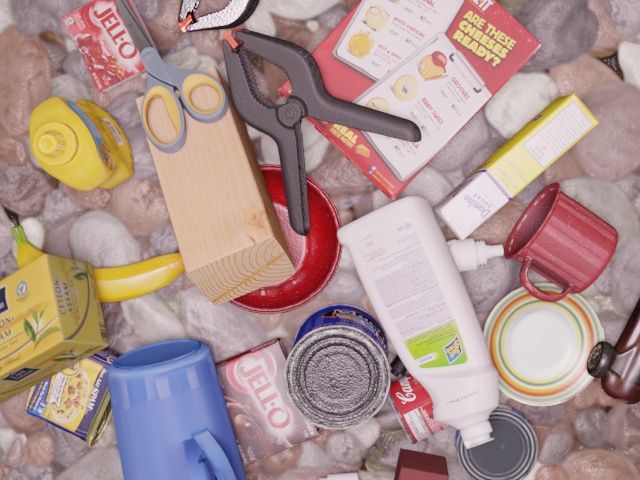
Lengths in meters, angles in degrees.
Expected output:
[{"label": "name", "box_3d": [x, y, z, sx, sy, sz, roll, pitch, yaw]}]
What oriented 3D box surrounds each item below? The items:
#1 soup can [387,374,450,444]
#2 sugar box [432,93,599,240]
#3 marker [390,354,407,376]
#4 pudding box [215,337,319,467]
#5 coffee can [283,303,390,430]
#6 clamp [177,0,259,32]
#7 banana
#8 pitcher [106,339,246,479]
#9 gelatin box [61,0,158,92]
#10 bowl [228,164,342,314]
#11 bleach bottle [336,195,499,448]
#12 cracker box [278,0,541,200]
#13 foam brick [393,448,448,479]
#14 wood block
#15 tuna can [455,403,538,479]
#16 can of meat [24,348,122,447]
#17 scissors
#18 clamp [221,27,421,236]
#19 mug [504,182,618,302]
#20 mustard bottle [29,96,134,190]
[{"label": "soup can", "box_3d": [0.127, 0.161, 1.116, 0.102, 0.068, 0.068, -26, 93, 4]}, {"label": "sugar box", "box_3d": [0.193, -0.075, 1.079, 0.176, 0.093, 0.048, -39, 92, 5]}, {"label": "marker", "box_3d": [0.113, 0.094, 1.135, 0.020, 0.020, 0.121, 35, 96, -1]}, {"label": "pudding box", "box_3d": [-0.062, 0.172, 1.141, 0.090, 0.039, 0.113, -24, 93, 5]}, {"label": "coffee can", "box_3d": [0.019, 0.124, 1.082, 0.103, 0.140, 0.103, 0, 95, 3]}, {"label": "clamp", "box_3d": [-0.087, -0.286, 1.102, 0.171, 0.039, 0.120, -33, 91, 5]}, {"label": "banana", "box_3d": [-0.241, 0.033, 1.139, 0.198, 0.037, 0.069, 9, 97, 2]}, {"label": "pitcher", "box_3d": [-0.135, 0.230, 1.083, 0.149, 0.145, 0.243, -9, 99, 13]}, {"label": "gelatin box", "box_3d": [-0.218, -0.210, 1.120, 0.073, 0.030, 0.089, -26, 93, 5]}, {"label": "bowl", "box_3d": [-0.057, 0.001, 1.118, 0.162, 0.055, 0.162, 0, 96, 3]}, {"label": "bleach bottle", "box_3d": [0.106, 0.087, 1.070, 0.103, 0.068, 0.251, -26, 76, 23]}, {"label": "cracker box", "box_3d": [0.089, -0.172, 1.087, 0.164, 0.072, 0.214, 43, 95, -1]}, {"label": "foam brick", "box_3d": [0.104, 0.256, 1.121, 0.051, 0.078, 0.053, 11, 95, 3]}, {"label": "wood block", "box_3d": [-0.104, -0.055, 1.052, 0.091, 0.090, 0.206, -22, 63, 4]}, {"label": "tuna can", "box_3d": [0.186, 0.217, 1.135, 0.086, 0.033, 0.086, 0, 95, 3]}, {"label": "can of meat", "box_3d": [-0.259, 0.156, 1.141, 0.084, 0.057, 0.102, 25, 95, 3]}, {"label": "scissors", "box_3d": [-0.148, -0.179, 1.055, 0.096, 0.016, 0.202, -15, 67, 5]}, {"label": "clamp", "box_3d": [-0.013, -0.129, 1.040, 0.165, 0.036, 0.210, -32, 95, 20]}, {"label": "mug", "box_3d": [0.242, 0.010, 1.081, 0.081, 0.093, 0.117, 33, 62, -5]}, {"label": "mustard bottle", "box_3d": [-0.240, -0.095, 1.050, 0.058, 0.191, 0.096, -29, 93, 5]}]
